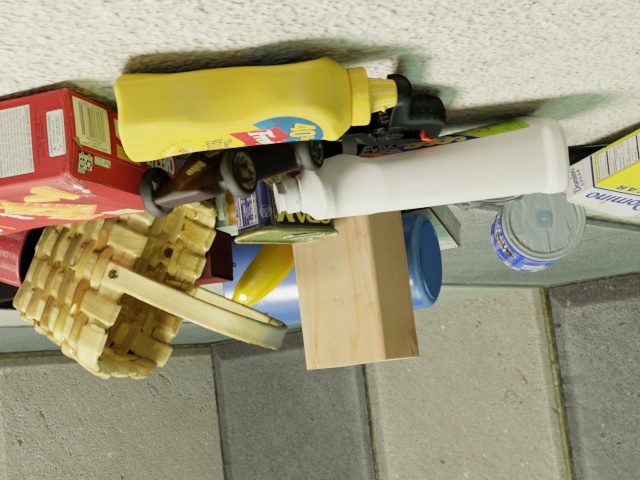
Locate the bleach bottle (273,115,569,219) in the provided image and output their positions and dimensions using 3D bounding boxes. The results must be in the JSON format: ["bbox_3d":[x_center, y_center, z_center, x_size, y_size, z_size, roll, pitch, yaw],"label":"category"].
[{"bbox_3d":[0.085,-0.058,0.949,0.250,0.068,0.102,-11,-168,-8],"label":"bleach bottle"}]

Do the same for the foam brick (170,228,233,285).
[{"bbox_3d":[-0.136,0.019,1.094,0.078,0.053,0.051,-7,170,19],"label":"foam brick"}]

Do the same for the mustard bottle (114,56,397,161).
[{"bbox_3d":[-0.042,-0.094,0.743,0.191,0.058,0.096,-7,174,-4],"label":"mustard bottle"}]

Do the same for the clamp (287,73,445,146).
[{"bbox_3d":[0.056,-0.101,0.848,0.120,0.039,0.171,-8,179,41],"label":"clamp"}]

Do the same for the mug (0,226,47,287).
[{"bbox_3d":[-0.290,-0.008,1.037,0.082,0.117,0.093,15,137,20],"label":"mug"}]

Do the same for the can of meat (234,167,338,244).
[{"bbox_3d":[-0.036,-0.043,1.010,0.101,0.084,0.058,1,168,-42],"label":"can of meat"}]

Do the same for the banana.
[{"bbox_3d":[-0.045,0.002,1.119,0.070,0.037,0.197,-8,-143,39],"label":"banana"}]

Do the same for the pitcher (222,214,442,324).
[{"bbox_3d":[0.011,0.025,1.251,0.243,0.145,0.149,-6,170,21],"label":"pitcher"}]

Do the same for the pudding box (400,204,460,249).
[{"bbox_3d":[0.112,-0.023,1.306,0.090,0.039,0.113,-11,150,23],"label":"pudding box"}]

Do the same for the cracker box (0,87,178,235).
[{"bbox_3d":[-0.242,-0.050,0.833,0.214,0.072,0.164,-9,171,19],"label":"cracker box"}]

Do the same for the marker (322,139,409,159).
[{"bbox_3d":[0.049,-0.087,1.000,0.121,0.020,0.020,-4,171,-16],"label":"marker"}]

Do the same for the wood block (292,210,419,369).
[{"bbox_3d":[0.031,0.022,1.082,0.090,0.206,0.090,-10,172,25],"label":"wood block"}]

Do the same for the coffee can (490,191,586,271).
[{"bbox_3d":[0.279,-0.017,1.379,0.103,0.103,0.140,-7,172,2],"label":"coffee can"}]
